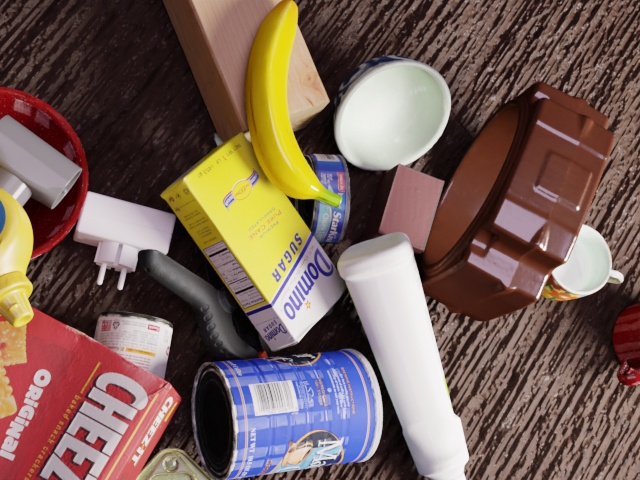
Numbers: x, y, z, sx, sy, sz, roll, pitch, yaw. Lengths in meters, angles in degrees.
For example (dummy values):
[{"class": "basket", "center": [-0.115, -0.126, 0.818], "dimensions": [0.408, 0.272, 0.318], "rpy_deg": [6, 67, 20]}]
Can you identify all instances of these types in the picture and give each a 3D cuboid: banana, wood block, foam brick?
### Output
[{"class": "banana", "center": [-0.035, -0.119, 0.950], "dimensions": [0.069, 0.037, 0.198], "rpy_deg": [-8, 82, -35]}, {"class": "wood block", "center": [-0.081, -0.200, 1.018], "dimensions": [0.090, 0.090, 0.206], "rpy_deg": [-22, 86, -19]}, {"class": "foam brick", "center": [0.081, -0.027, 1.049], "dimensions": [0.051, 0.053, 0.078], "rpy_deg": [22, 74, -11]}]

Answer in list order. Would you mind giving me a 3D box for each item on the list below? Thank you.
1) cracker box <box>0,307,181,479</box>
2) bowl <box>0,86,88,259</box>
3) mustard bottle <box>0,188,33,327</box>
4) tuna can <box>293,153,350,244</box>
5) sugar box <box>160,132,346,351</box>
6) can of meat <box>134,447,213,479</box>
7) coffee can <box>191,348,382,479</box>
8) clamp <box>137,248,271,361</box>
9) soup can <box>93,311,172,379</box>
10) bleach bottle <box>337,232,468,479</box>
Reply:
[{"class": "cracker box", "center": [-0.246, 0.141, 0.856], "dimensions": [0.214, 0.072, 0.164], "rpy_deg": [27, 74, 9]}, {"class": "bowl", "center": [-0.289, -0.052, 0.943], "dimensions": [0.162, 0.055, 0.162], "rpy_deg": [3, 78, -16]}, {"class": "mustard bottle", "center": [-0.284, -0.009, 0.844], "dimensions": [0.096, 0.058, 0.192], "rpy_deg": [-37, 73, -6]}, {"class": "tuna can", "center": [0.000, -0.039, 1.010], "dimensions": [0.033, 0.086, 0.086], "rpy_deg": [2, 78, -15]}, {"class": "sugar box", "center": [-0.056, 0.001, 0.954], "dimensions": [0.176, 0.048, 0.093], "rpy_deg": [53, 47, -9]}, {"class": "can of meat", "center": [-0.118, 0.227, 0.920], "dimensions": [0.102, 0.084, 0.057], "rpy_deg": [45, 71, -4]}, {"class": "coffee can", "center": [-0.031, 0.152, 0.941], "dimensions": [0.140, 0.103, 0.103], "rpy_deg": [-2, 79, -26]}, {"class": "clamp", "center": [-0.091, 0.043, 0.973], "dimensions": [0.171, 0.039, 0.120], "rpy_deg": [59, 43, -25]}, {"class": "soup can", "center": [-0.171, 0.119, 0.937], "dimensions": [0.068, 0.069, 0.102], "rpy_deg": [12, 75, -14]}, {"class": "bleach bottle", "center": [0.086, 0.122, 0.981], "dimensions": [0.068, 0.102, 0.251], "rpy_deg": [-17, 97, 8]}]
